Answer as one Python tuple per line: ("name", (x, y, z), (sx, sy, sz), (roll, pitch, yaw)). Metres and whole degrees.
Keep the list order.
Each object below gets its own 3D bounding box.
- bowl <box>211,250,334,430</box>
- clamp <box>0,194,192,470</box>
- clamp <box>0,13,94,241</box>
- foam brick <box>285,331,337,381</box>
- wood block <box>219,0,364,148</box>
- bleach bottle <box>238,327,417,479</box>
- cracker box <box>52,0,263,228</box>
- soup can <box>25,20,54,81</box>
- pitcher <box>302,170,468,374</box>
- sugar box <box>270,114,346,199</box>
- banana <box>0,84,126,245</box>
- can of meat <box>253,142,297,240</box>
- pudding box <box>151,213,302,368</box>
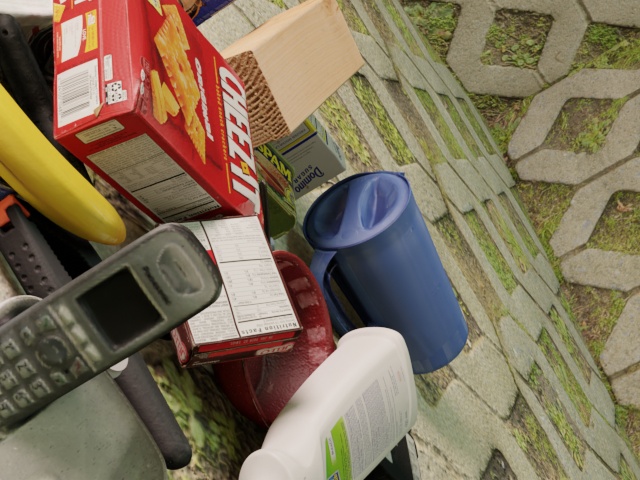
("bowl", (-0.047, 0.091, 0.905), (0.162, 0.055, 0.162), (30, 56, -59))
("clamp", (-0.155, 0.045, 0.755), (0.210, 0.036, 0.164), (53, 12, -22))
("clamp", (-0.200, -0.083, 0.782), (0.171, 0.039, 0.120), (61, -6, 8))
("foam brick", (-0.018, 0.113, 1.010), (0.053, 0.051, 0.078), (64, 17, 13))
("wood block", (-0.043, -0.173, 1.095), (0.091, 0.090, 0.205), (63, 32, -16))
("bleach bottle", (0.001, 0.156, 0.850), (0.250, 0.068, 0.102), (-29, 109, -60))
("cracker box", (-0.123, -0.106, 0.838), (0.213, 0.072, 0.164), (46, 30, -57))
("soup can", (-0.222, -0.194, 0.908), (0.068, 0.069, 0.102), (37, 28, -52))
("pitcher", (0.080, 0.052, 1.261), (0.242, 0.149, 0.145), (60, 9, -33))
("sugar box", (-0.056, -0.130, 1.237), (0.176, 0.093, 0.048), (50, 20, -33))
("banana", (-0.194, -0.064, 0.700), (0.197, 0.037, 0.069), (53, 18, -20))
("can of meat", (-0.069, -0.061, 1.146), (0.102, 0.057, 0.084), (45, 25, -38))
("pudding box", (-0.075, 0.036, 0.809), (0.089, 0.039, 0.113), (-5, 59, -28))
